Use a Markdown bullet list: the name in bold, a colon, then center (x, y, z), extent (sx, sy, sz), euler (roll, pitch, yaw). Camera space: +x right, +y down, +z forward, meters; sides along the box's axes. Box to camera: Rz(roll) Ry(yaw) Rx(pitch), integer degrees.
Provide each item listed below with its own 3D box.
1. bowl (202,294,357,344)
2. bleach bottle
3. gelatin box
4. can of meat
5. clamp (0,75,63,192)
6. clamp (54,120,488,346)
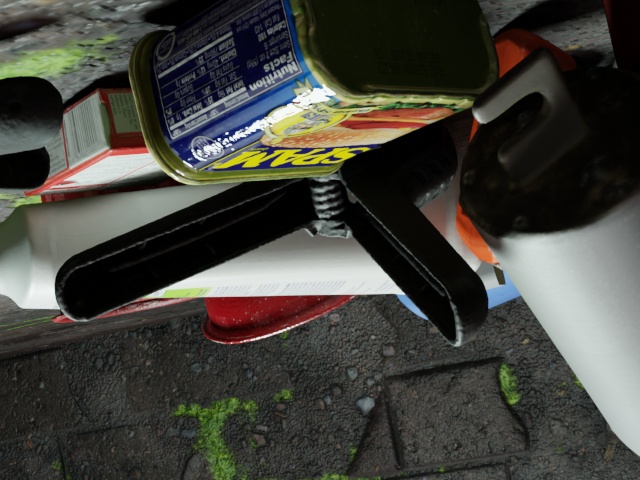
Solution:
- **bowl**: center (-0.015, -0.003, 0.668), extent (0.162, 0.055, 0.162), euler (-26, -164, 8)
- **bleach bottle**: center (-0.053, 0.001, 0.534), extent (0.250, 0.068, 0.103), euler (-4, 169, -16)
- **gelatin box**: center (-0.087, -0.046, 0.486), extent (0.073, 0.030, 0.089), euler (-9, 175, -40)
- **can of meat**: center (0.000, -0.060, 0.373), extent (0.101, 0.057, 0.084), euler (-7, 171, -46)
- **clamp**: center (-0.178, -0.031, 0.399), extent (0.171, 0.039, 0.120), euler (-4, 170, -8)
- **clamp**: center (-0.006, -0.019, 0.455), extent (0.165, 0.036, 0.209), euler (0, -152, 13)
